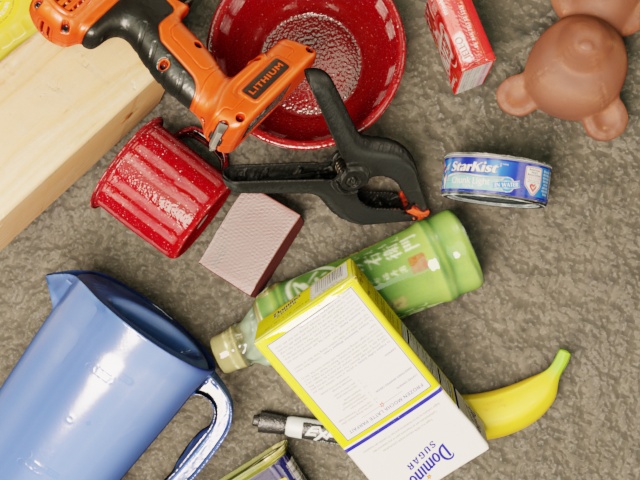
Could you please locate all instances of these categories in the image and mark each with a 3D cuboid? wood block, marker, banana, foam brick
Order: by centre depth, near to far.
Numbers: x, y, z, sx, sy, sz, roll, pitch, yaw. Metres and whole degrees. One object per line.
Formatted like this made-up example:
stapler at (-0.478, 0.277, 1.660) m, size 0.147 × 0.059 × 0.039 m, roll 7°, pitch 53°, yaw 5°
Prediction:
wood block at (-0.215, -0.092, 0.826) m, size 0.090 × 0.091 × 0.205 m, roll 42°, pitch 61°, yaw -1°
banana at (0.104, 0.129, 0.864) m, size 0.198 × 0.037 × 0.069 m, roll -5°, pitch 83°, yaw 4°
foam brick at (-0.056, 0.001, 0.875) m, size 0.053 × 0.051 × 0.078 m, roll 32°, pitch 89°, yaw 6°
marker at (0.004, 0.157, 0.877) m, size 0.121 × 0.020 × 0.020 m, roll 8°, pitch 87°, yaw 4°

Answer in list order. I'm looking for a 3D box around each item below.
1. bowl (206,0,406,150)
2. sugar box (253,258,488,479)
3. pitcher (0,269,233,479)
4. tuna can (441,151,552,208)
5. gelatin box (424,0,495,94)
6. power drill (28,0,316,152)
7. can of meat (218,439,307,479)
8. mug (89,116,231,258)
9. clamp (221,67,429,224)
bowl at (-0.010, -0.151, 0.880) m, size 0.162 × 0.055 × 0.162 m, roll 0°, pitch 86°, yaw 4°
sugar box at (0.040, 0.110, 0.811) m, size 0.093 × 0.048 × 0.176 m, roll -35°, pitch 107°, yaw 13°
pitcher at (-0.194, 0.158, 0.840) m, size 0.149 × 0.144 × 0.243 m, roll 39°, pitch 94°, yaw 40°
tuna can at (0.139, -0.047, 0.848) m, size 0.086 × 0.086 × 0.034 m, roll 7°, pitch 88°, yaw 4°
gelatin box at (0.109, -0.163, 0.855) m, size 0.030 × 0.089 × 0.073 m, roll -21°, pitch 85°, yaw 2°
power drill at (-0.097, -0.173, 0.816) m, size 0.187 × 0.057 × 0.184 m, roll 40°, pitch 68°, yaw 1°
can of meat at (-0.049, 0.224, 0.858) m, size 0.102 × 0.057 × 0.084 m, roll -33°, pitch 87°, yaw 2°
mug at (-0.120, -0.047, 0.872) m, size 0.081 × 0.093 × 0.117 m, roll 38°, pitch 53°, yaw 0°
clamp at (0.010, -0.052, 0.842) m, size 0.120 × 0.039 × 0.171 m, roll -36°, pitch 127°, yaw 25°
